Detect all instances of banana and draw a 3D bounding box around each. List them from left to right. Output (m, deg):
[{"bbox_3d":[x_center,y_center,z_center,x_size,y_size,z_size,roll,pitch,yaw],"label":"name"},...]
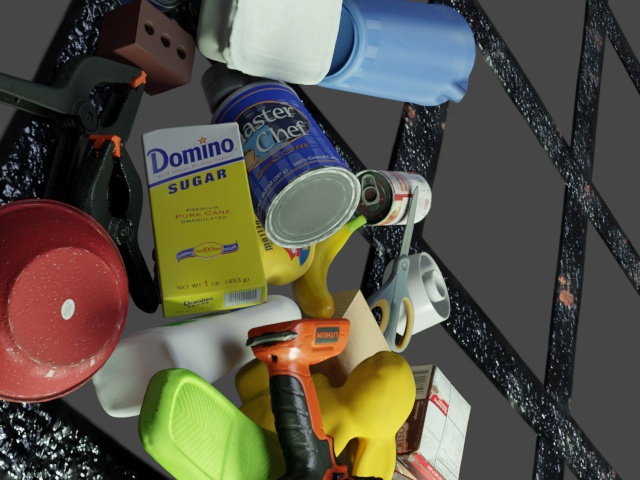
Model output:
[{"bbox_3d":[0.000,0.030,1.152,0.037,0.070,0.197,48,30,-18],"label":"banana"}]

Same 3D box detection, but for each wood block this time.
[{"bbox_3d":[0.034,0.167,1.152,0.206,0.090,0.090,62,37,-21],"label":"wood block"}]

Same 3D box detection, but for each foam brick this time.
[{"bbox_3d":[-0.163,-0.181,1.005,0.078,0.051,0.053,33,54,-46],"label":"foam brick"}]

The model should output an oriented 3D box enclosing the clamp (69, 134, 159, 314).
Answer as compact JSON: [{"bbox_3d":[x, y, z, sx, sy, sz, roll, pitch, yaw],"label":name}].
[{"bbox_3d":[-0.176,-0.003,0.918,0.120,0.039,0.171,-1,97,-69],"label":"clamp"}]

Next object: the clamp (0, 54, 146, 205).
[{"bbox_3d":[-0.217,-0.109,0.911,0.209,0.036,0.164,-59,137,-47],"label":"clamp"}]

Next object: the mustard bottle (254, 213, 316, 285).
[{"bbox_3d":[-0.057,0.001,1.096,0.191,0.058,0.096,-16,76,-57],"label":"mustard bottle"}]

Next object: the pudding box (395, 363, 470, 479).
[{"bbox_3d":[0.120,0.203,1.151,0.090,0.039,0.113,50,43,-36],"label":"pudding box"}]

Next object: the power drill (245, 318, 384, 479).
[{"bbox_3d":[0.003,0.161,0.912,0.184,0.057,0.187,9,69,-61],"label":"power drill"}]

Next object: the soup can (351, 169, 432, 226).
[{"bbox_3d":[0.086,-0.053,1.315,0.102,0.069,0.068,-3,83,-56],"label":"soup can"}]

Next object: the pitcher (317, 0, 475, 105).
[{"bbox_3d":[0.070,-0.244,1.315,0.242,0.149,0.145,-5,99,-53],"label":"pitcher"}]

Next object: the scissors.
[{"bbox_3d":[0.083,0.038,1.275,0.096,0.016,0.202,-9,104,-40],"label":"scissors"}]

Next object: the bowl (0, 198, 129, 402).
[{"bbox_3d":[-0.207,0.049,0.820,0.161,0.055,0.162,-3,95,-38],"label":"bowl"}]

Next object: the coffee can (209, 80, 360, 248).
[{"bbox_3d":[-0.037,-0.077,1.056,0.102,0.103,0.140,27,24,-49],"label":"coffee can"}]

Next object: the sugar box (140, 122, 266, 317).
[{"bbox_3d":[-0.107,-0.022,0.963,0.048,0.093,0.176,102,-21,-62],"label":"sugar box"}]

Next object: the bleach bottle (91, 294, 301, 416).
[{"bbox_3d":[-0.096,0.094,0.993,0.250,0.103,0.068,-17,91,-62],"label":"bleach bottle"}]
